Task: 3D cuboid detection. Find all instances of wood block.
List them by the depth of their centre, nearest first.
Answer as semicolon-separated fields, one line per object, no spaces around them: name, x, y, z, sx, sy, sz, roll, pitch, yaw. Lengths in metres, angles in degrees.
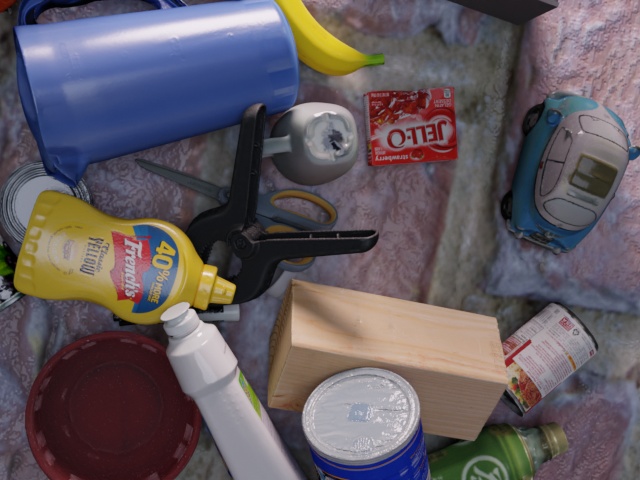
wood block;0.061;0.114;1.011;0.206;0.090;0.091;11;130;-11

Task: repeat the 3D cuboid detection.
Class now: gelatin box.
gelatin box;0.090;-0.112;1.055;0.089;0.030;0.073;-4;93;-9

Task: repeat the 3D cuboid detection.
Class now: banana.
banana;-0.024;-0.228;1.032;0.069;0.037;0.198;-43;100;-24

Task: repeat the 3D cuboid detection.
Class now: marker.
marker;-0.139;0.071;1.031;0.121;0.020;0.020;-2;92;-9

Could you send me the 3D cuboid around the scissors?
scissors;-0.082;-0.023;1.022;0.201;0.016;0.096;8;60;-10

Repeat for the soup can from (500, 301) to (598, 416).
soup can;0.217;0.117;1.066;0.102;0.068;0.068;-39;98;-6

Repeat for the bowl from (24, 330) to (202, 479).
bowl;-0.194;0.163;1.008;0.162;0.055;0.162;0;92;-9

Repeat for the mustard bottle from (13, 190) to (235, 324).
mustard bottle;-0.171;0.024;0.963;0.191;0.058;0.096;16;84;-6

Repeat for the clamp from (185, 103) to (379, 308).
clamp;-0.056;0.001;0.979;0.164;0.036;0.210;43;118;5

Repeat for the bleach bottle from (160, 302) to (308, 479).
bleach bottle;-0.077;0.165;0.975;0.068;0.103;0.251;-28;110;-5

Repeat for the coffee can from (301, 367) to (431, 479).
coffee can;0.046;0.198;0.955;0.102;0.103;0.140;-20;131;-8

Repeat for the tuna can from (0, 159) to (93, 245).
tuna can;-0.257;-0.033;1.001;0.086;0.034;0.086;0;92;-9

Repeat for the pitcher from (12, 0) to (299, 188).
pitcher;-0.151;-0.157;0.965;0.242;0.145;0.149;-14;121;-16
